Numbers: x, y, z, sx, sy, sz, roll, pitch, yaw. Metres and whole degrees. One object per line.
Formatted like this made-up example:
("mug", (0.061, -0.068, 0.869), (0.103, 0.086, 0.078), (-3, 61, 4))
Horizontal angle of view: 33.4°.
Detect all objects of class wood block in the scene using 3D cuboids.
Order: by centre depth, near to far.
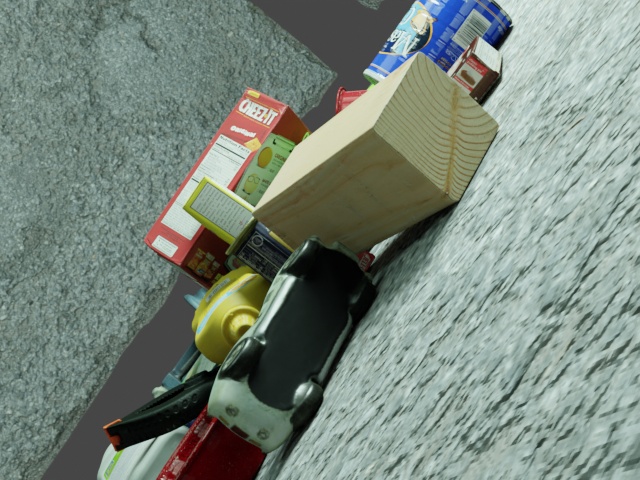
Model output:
("wood block", (0.040, -0.057, 0.888), (0.206, 0.090, 0.090), (-30, 23, 56))

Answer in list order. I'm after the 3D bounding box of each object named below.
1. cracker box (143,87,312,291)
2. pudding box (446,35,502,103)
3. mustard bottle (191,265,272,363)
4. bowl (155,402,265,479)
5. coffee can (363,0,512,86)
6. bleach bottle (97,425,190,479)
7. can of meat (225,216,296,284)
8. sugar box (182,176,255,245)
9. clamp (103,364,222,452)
("cracker box", (-0.088, -0.044, 1.226), (0.213, 0.072, 0.164), (-57, -30, -7))
("pudding box", (0.137, -0.148, 1.046), (0.090, 0.039, 0.113), (-53, 5, 21))
("mustard bottle", (-0.079, 0.073, 1.029), (0.096, 0.058, 0.192), (-43, 9, -3))
("bowl", (-0.088, 0.183, 0.869), (0.162, 0.055, 0.162), (-54, 5, 6))
("coffee can", (0.129, -0.211, 1.176), (0.140, 0.103, 0.103), (-54, 5, 4))
("bleach bottle", (-0.188, 0.239, 1.146), (0.102, 0.068, 0.251), (-55, 14, -16))
("can of meat", (-0.027, -0.001, 1.006), (0.058, 0.084, 0.102), (-51, 3, 43))
("sugar box", (-0.057, 0.002, 1.093), (0.048, 0.176, 0.093), (-53, 4, -1))
("clamp", (-0.106, 0.143, 1.010), (0.210, 0.036, 0.165), (-27, 4, -7))
